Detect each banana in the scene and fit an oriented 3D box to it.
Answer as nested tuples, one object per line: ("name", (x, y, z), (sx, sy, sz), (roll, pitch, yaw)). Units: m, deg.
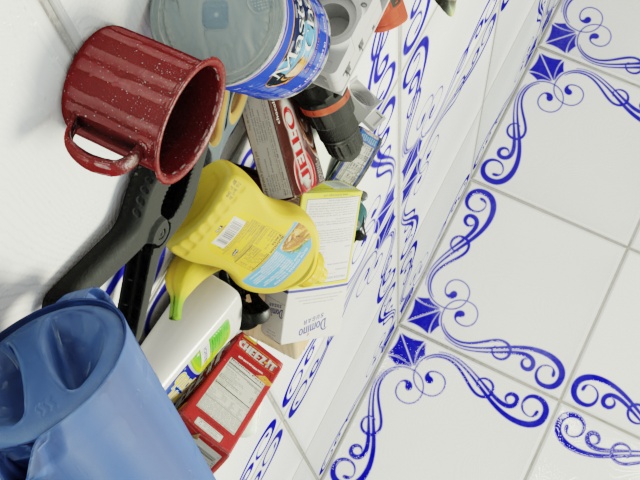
("banana", (-0.086, 0.022, 1.079), (0.197, 0.037, 0.069), (-19, 97, -40))

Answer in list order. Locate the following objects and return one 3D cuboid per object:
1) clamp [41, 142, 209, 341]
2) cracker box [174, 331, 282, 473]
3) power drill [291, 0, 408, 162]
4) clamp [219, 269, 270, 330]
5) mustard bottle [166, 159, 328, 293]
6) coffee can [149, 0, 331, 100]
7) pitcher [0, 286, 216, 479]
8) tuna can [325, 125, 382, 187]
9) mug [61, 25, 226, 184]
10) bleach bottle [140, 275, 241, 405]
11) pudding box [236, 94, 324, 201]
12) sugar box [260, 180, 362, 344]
("clamp", (-0.152, -0.009, 0.888), (0.210, 0.036, 0.164), (-65, 165, -1))
("cracker box", (-0.138, 0.208, 1.147), (0.164, 0.072, 0.213), (-49, -177, 22))
("power drill", (0.027, -0.199, 1.088), (0.187, 0.057, 0.184), (-61, 141, -37))
("clamp", (-0.085, 0.062, 1.175), (0.171, 0.039, 0.120), (92, -18, -63))
("mustard bottle", (-0.057, 0.001, 1.022), (0.096, 0.058, 0.191), (-49, 135, 10))
("coffee can", (-0.058, -0.164, 0.824), (0.103, 0.103, 0.140), (-67, 168, 9))
("pitcher", (-0.149, 0.162, 0.791), (0.149, 0.145, 0.242), (-42, 129, -21))
("tuna can", (0.037, -0.092, 1.261), (0.086, 0.033, 0.086), (-58, -174, 9))
("mug", (-0.128, -0.088, 0.724), (0.117, 0.081, 0.093), (-57, 166, -34))
("bleach bottle", (-0.171, 0.149, 1.060), (0.250, 0.068, 0.103), (-55, 169, -30))
("pudding box", (-0.038, -0.099, 1.063), (0.090, 0.039, 0.113), (-37, 112, -67))
("sugar box", (-0.011, 0.024, 1.194), (0.093, 0.048, 0.176), (-5, 113, -41))
